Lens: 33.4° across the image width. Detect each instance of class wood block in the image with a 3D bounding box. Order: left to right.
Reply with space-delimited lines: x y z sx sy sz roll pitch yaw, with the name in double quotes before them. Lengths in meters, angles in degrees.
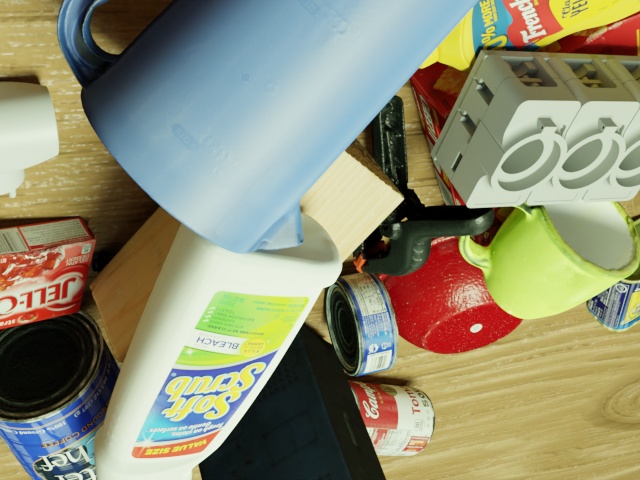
"wood block" -0.055 0.001 0.751 0.206 0.090 0.090 -46 133 12

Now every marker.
"marker" -0.113 0.018 0.810 0.120 0.020 0.020 0 133 -29

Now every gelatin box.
"gelatin box" -0.206 0.025 0.746 0.089 0.030 0.073 -10 137 -37

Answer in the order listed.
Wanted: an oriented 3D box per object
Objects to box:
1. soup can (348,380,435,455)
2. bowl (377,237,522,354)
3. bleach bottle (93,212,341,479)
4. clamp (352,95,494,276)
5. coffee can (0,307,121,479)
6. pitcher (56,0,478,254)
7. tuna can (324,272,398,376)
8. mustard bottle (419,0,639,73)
"soup can" 0.052 0.171 1.023 0.102 0.068 0.069 11 126 -37
"bowl" 0.124 0.053 0.923 0.162 0.055 0.162 -12 150 -7
"bleach bottle" -0.082 0.093 0.706 0.102 0.068 0.251 8 123 -30
"clamp" 0.055 -0.031 0.805 0.039 0.120 0.172 -24 170 -30
"coffee can" -0.195 0.131 0.819 0.102 0.103 0.140 -22 139 -7
"pitcher" -0.012 -0.125 0.574 0.243 0.145 0.149 -45 149 13
"tuna can" 0.033 0.070 0.894 0.033 0.086 0.086 -11 137 -17
"mustard bottle" 0.125 -0.160 0.693 0.191 0.058 0.096 -24 142 -3
